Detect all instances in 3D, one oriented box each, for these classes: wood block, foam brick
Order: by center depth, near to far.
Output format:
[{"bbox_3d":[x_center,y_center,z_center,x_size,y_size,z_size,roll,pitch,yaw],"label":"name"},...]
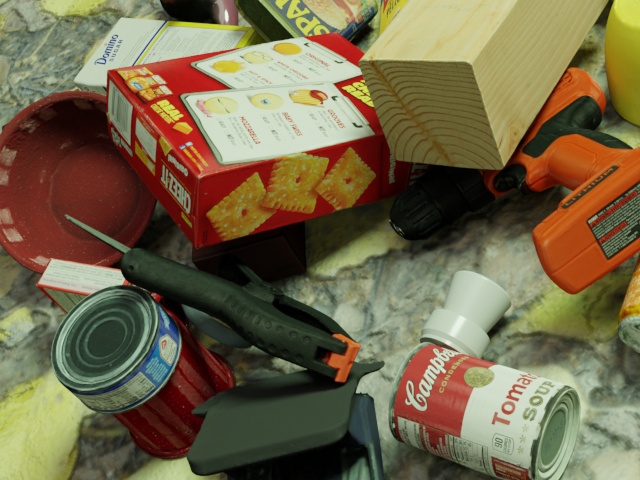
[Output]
[{"bbox_3d":[0.124,-0.153,0.773,0.090,0.091,0.205,8,48,36],"label":"wood block"},{"bbox_3d":[-0.056,0.001,0.844,0.078,0.053,0.051,-15,50,14],"label":"foam brick"}]

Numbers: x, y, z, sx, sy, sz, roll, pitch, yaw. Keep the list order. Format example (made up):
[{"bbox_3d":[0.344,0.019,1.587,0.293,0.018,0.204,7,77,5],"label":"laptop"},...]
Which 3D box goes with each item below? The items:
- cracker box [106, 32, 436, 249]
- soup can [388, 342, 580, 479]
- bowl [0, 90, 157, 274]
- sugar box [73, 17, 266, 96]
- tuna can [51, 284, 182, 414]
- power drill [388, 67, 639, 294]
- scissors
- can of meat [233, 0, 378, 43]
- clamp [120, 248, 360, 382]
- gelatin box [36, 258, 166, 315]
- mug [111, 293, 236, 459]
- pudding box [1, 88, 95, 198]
[{"bbox_3d":[-0.036,-0.084,0.826,0.213,0.072,0.164,-15,41,-29],"label":"cracker box"},{"bbox_3d":[0.103,0.110,0.672,0.102,0.068,0.068,14,63,33],"label":"soup can"},{"bbox_3d":[-0.207,-0.045,0.928,0.162,0.055,0.162,-2,83,12],"label":"bowl"},{"bbox_3d":[-0.142,-0.163,1.017,0.176,0.048,0.093,11,59,36],"label":"sugar box"},{"bbox_3d":[-0.141,0.073,0.732,0.086,0.033,0.086,-14,51,17],"label":"tuna can"},{"bbox_3d":[0.146,-0.036,0.736,0.184,0.057,0.188,-38,29,2],"label":"power drill"},{"bbox_3d":[-0.115,0.032,0.790,0.202,0.096,0.016,24,103,2],"label":"scissors"},{"bbox_3d":[-0.011,-0.209,0.954,0.084,0.102,0.057,-45,4,-15],"label":"can of meat"},{"bbox_3d":[-0.053,0.045,0.723,0.172,0.120,0.039,26,107,40],"label":"clamp"},{"bbox_3d":[-0.170,0.049,0.850,0.089,0.073,0.030,7,59,30],"label":"gelatin box"},{"bbox_3d":[-0.119,0.091,0.788,0.093,0.081,0.117,-8,52,21],"label":"mug"},{"bbox_3d":[-0.254,-0.080,1.013,0.090,0.039,0.113,-24,49,8],"label":"pudding box"}]
